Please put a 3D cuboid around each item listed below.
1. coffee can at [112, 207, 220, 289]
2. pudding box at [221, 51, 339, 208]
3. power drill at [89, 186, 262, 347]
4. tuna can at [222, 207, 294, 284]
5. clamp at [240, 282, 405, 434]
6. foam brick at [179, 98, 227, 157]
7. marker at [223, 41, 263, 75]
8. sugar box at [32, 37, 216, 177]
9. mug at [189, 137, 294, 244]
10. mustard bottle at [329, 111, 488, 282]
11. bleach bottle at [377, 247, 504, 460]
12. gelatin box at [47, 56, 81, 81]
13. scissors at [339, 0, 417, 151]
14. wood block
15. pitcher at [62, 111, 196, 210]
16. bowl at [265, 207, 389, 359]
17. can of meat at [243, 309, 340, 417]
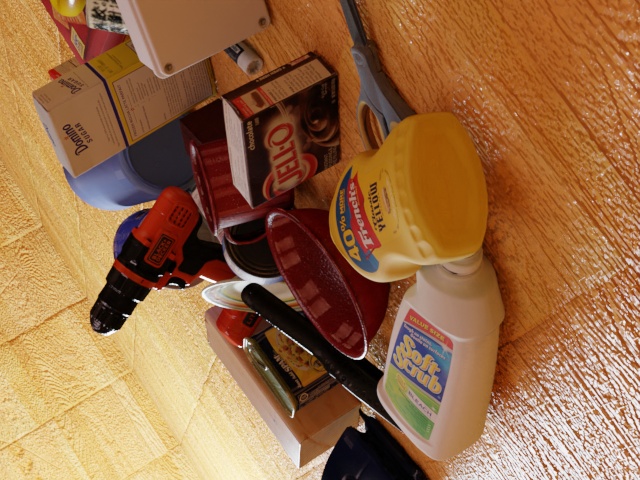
[{"bbox_3d":[-0.191,0.008,1.306,0.103,0.102,0.140,62,160,-9],"label":"coffee can"},{"bbox_3d":[-0.031,-0.089,0.872,0.039,0.090,0.113,48,158,32],"label":"pudding box"},{"bbox_3d":[-0.148,0.053,1.210,0.187,0.184,0.057,30,-175,-35],"label":"power drill"},{"bbox_3d":[-0.057,0.001,1.087,0.086,0.086,0.034,56,163,9],"label":"tuna can"},{"bbox_3d":[0.024,0.121,1.096,0.210,0.036,0.164,39,-175,22],"label":"clamp"},{"bbox_3d":[-0.102,-0.098,1.104,0.078,0.051,0.053,47,157,32],"label":"foam brick"},{"bbox_3d":[-0.093,-0.192,0.987,0.121,0.020,0.020,47,158,33],"label":"marker"},{"bbox_3d":[-0.192,-0.146,1.063,0.048,0.176,0.093,45,157,37],"label":"sugar box"},{"bbox_3d":[-0.072,-0.049,1.021,0.093,0.081,0.117,-124,22,-58],"label":"mug"},{"bbox_3d":[0.050,-0.021,0.759,0.192,0.058,0.096,152,107,-69],"label":"mustard bottle"},{"bbox_3d":[0.096,0.074,0.845,0.103,0.068,0.251,49,157,32],"label":"bleach bottle"},{"bbox_3d":[-0.290,-0.213,1.352,0.073,0.089,0.030,37,153,49],"label":"gelatin box"},{"bbox_3d":[0.044,-0.117,0.752,0.096,0.016,0.202,40,155,40],"label":"scissors"},{"bbox_3d":[-0.049,0.161,1.307,0.206,0.090,0.091,51,159,24],"label":"wood block"},{"bbox_3d":[-0.217,-0.099,1.306,0.243,0.149,0.145,3,107,65],"label":"pitcher"},{"bbox_3d":[0.015,0.028,0.988,0.162,0.055,0.162,50,160,26],"label":"bowl"},{"bbox_3d":[-0.026,0.134,1.212,0.102,0.083,0.057,52,161,20],"label":"can of meat"}]
